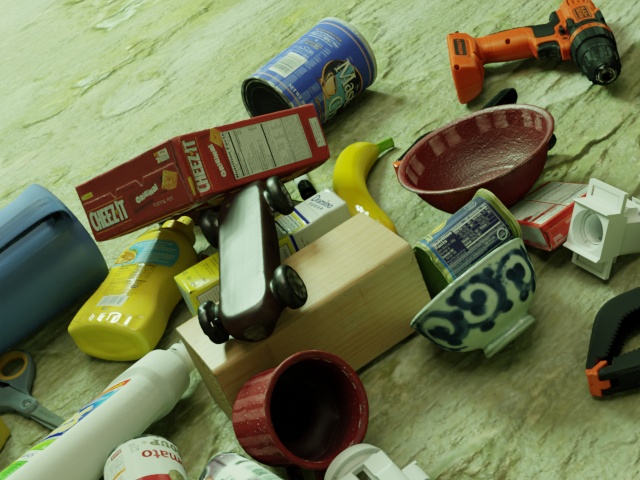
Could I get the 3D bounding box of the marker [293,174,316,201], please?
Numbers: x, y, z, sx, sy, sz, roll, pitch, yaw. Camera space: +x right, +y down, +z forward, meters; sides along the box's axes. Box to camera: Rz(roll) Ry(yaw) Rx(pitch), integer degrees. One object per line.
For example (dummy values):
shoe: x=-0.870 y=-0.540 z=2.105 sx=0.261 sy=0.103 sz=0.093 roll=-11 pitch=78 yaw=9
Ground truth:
marker: x=-0.027 y=-0.080 z=1.239 sx=0.020 sy=0.020 sz=0.121 roll=-23 pitch=35 yaw=-2

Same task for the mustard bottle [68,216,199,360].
mustard bottle: x=-0.181 y=0.041 z=1.129 sx=0.096 sy=0.058 sz=0.191 roll=-3 pitch=40 yaw=29

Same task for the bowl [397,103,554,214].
bowl: x=0.160 y=-0.071 z=1.057 sx=0.162 sy=0.055 sz=0.162 roll=-21 pitch=26 yaw=11

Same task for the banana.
banana: x=0.046 y=-0.058 z=1.155 sx=0.070 sy=0.037 sz=0.197 roll=-15 pitch=36 yaw=13

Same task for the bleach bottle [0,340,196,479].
bleach bottle: x=-0.203 y=0.177 z=0.950 sx=0.250 sy=0.068 sz=0.103 roll=-43 pitch=8 yaw=-35

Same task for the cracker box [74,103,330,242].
cracker box: x=-0.118 y=-0.069 z=1.109 sx=0.164 sy=0.072 sz=0.213 roll=-20 pitch=2 yaw=42

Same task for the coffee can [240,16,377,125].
coffee can: x=-0.013 y=-0.194 z=1.310 sx=0.103 sy=0.103 sz=0.140 roll=20 pitch=53 yaw=44

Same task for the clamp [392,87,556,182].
clamp: x=0.165 y=-0.101 z=1.148 sx=0.171 sy=0.039 sz=0.120 roll=-31 pitch=31 yaw=-5

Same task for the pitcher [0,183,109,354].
pitcher: x=-0.354 y=0.054 z=1.121 sx=0.242 sy=0.149 sz=0.145 roll=-41 pitch=35 yaw=-25

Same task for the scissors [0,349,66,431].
scissors: x=-0.287 y=0.153 z=1.076 sx=0.202 sy=0.016 sz=0.096 roll=3 pitch=42 yaw=31

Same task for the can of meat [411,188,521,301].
can of meat: x=0.126 y=0.010 z=0.973 sx=0.084 sy=0.102 sz=0.057 roll=-37 pitch=80 yaw=-15

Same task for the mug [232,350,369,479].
mug: x=-0.017 y=0.152 z=0.862 sx=0.093 sy=0.117 sz=0.082 roll=-11 pitch=-8 yaw=-30

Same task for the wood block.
wood block: x=-0.011 y=0.074 z=0.963 sx=0.206 sy=0.091 sz=0.090 roll=-32 pitch=34 yaw=-14

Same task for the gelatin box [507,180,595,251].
gelatin box: x=0.217 y=-0.024 z=1.005 sx=0.073 sy=0.030 sz=0.089 roll=-33 pitch=17 yaw=-14

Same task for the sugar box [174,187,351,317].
sugar box: x=-0.044 y=0.032 z=1.037 sx=0.176 sy=0.093 sz=0.048 roll=-32 pitch=38 yaw=-14

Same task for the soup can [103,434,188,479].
soup can: x=-0.136 y=0.215 z=0.867 sx=0.068 sy=0.068 sz=0.102 roll=-25 pitch=35 yaw=-4

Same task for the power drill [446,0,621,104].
power drill: x=0.246 y=-0.214 z=1.239 sx=0.188 sy=0.057 sz=0.184 roll=-12 pitch=32 yaw=9
